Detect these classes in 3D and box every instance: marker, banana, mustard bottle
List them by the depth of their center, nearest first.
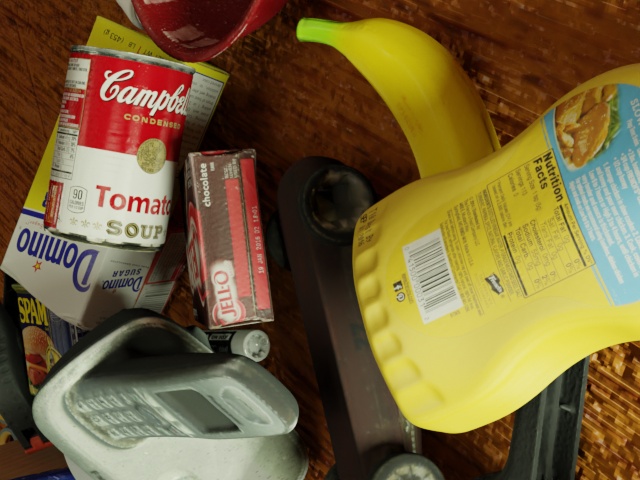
[{"bbox_3d":[0.102,-0.008,0.380,0.192,0.058,0.096,-31,57,31],"label":"mustard bottle"},{"bbox_3d":[0.051,-0.020,0.474,0.070,0.037,0.198,-23,80,29],"label":"banana"},{"bbox_3d":[-0.073,0.065,0.668,0.121,0.020,0.020,-5,90,52],"label":"marker"}]

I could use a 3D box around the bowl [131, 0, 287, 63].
[{"bbox_3d":[-0.048,-0.177,0.576,0.162,0.055,0.162,9,101,51],"label":"bowl"}]

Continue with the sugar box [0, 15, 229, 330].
[{"bbox_3d":[-0.131,-0.040,0.662,0.093,0.048,0.176,29,97,37],"label":"sugar box"}]

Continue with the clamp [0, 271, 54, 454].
[{"bbox_3d":[-0.237,0.078,0.836,0.039,0.120,0.171,-18,92,17],"label":"clamp"}]

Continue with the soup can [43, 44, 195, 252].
[{"bbox_3d":[-0.110,-0.050,0.582,0.069,0.068,0.102,15,96,50],"label":"soup can"}]

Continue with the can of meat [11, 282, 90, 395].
[{"bbox_3d":[-0.180,0.069,0.771,0.102,0.057,0.084,-3,95,59],"label":"can of meat"}]

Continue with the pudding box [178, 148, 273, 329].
[{"bbox_3d":[-0.054,0.001,0.585,0.113,0.039,0.090,165,100,-81],"label":"pudding box"}]

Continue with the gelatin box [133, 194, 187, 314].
[{"bbox_3d":[-0.117,-0.002,0.707,0.073,0.030,0.089,55,131,33],"label":"gelatin box"}]
